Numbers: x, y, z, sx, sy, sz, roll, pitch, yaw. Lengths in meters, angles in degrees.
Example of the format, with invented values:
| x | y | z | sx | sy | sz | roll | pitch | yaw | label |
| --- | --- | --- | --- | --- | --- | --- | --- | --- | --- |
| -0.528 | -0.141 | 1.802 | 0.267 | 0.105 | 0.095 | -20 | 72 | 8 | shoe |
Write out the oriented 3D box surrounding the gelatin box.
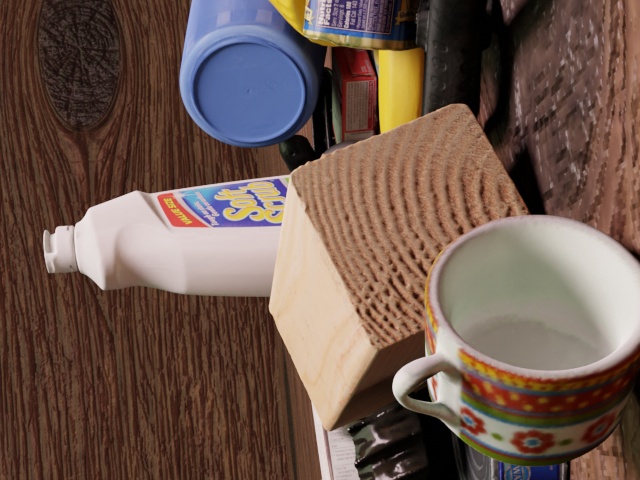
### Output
| x | y | z | sx | sy | sz | roll | pitch | yaw | label |
| --- | --- | --- | --- | --- | --- | --- | --- | --- | --- |
| 0.028 | -0.114 | 0.887 | 0.073 | 0.030 | 0.089 | -101 | 9 | -54 | gelatin box |

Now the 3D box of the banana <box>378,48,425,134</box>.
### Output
| x | y | z | sx | sy | sz | roll | pitch | yaw | label |
| --- | --- | --- | --- | --- | --- | --- | --- | --- | --- |
| 0.050 | -0.118 | 0.635 | 0.069 | 0.037 | 0.198 | -111 | 17 | -59 | banana |

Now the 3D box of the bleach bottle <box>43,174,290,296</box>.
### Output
| x | y | z | sx | sy | sz | roll | pitch | yaw | label |
| --- | --- | --- | --- | --- | --- | --- | --- | --- | --- |
| -0.055 | 0.001 | 0.707 | 0.102 | 0.250 | 0.068 | -104 | 10 | -56 | bleach bottle |

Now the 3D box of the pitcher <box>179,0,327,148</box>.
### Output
| x | y | z | sx | sy | sz | roll | pitch | yaw | label |
| --- | --- | --- | --- | --- | --- | --- | --- | --- | --- |
| -0.054 | -0.192 | 0.900 | 0.145 | 0.149 | 0.242 | -49 | 21 | 30 | pitcher |

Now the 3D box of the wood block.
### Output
| x | y | z | sx | sy | sz | roll | pitch | yaw | label |
| --- | --- | --- | --- | --- | --- | --- | --- | --- | --- |
| 0.034 | 0.025 | 0.548 | 0.206 | 0.090 | 0.090 | 104 | 141 | -70 | wood block |

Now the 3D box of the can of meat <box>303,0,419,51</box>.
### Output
| x | y | z | sx | sy | sz | roll | pitch | yaw | label |
| --- | --- | --- | --- | --- | --- | --- | --- | --- | --- |
| 0.029 | -0.143 | 0.546 | 0.102 | 0.057 | 0.084 | -35 | -48 | -69 | can of meat |

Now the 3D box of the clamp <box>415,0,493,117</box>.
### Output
| x | y | z | sx | sy | sz | roll | pitch | yaw | label |
| --- | --- | --- | --- | --- | --- | --- | --- | --- | --- |
| 0.062 | -0.102 | 0.496 | 0.120 | 0.039 | 0.171 | -73 | -16 | -48 | clamp |

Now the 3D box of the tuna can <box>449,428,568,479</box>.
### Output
| x | y | z | sx | sy | sz | roll | pitch | yaw | label |
| --- | --- | --- | --- | --- | --- | --- | --- | --- | --- |
| 0.085 | 0.089 | 0.499 | 0.086 | 0.033 | 0.086 | 175 | 90 | -84 | tuna can |

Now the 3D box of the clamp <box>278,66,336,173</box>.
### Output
| x | y | z | sx | sy | sz | roll | pitch | yaw | label |
| --- | --- | --- | --- | --- | --- | --- | --- | --- | --- |
| 0.005 | -0.035 | 0.957 | 0.164 | 0.036 | 0.210 | -63 | -36 | -64 | clamp |
